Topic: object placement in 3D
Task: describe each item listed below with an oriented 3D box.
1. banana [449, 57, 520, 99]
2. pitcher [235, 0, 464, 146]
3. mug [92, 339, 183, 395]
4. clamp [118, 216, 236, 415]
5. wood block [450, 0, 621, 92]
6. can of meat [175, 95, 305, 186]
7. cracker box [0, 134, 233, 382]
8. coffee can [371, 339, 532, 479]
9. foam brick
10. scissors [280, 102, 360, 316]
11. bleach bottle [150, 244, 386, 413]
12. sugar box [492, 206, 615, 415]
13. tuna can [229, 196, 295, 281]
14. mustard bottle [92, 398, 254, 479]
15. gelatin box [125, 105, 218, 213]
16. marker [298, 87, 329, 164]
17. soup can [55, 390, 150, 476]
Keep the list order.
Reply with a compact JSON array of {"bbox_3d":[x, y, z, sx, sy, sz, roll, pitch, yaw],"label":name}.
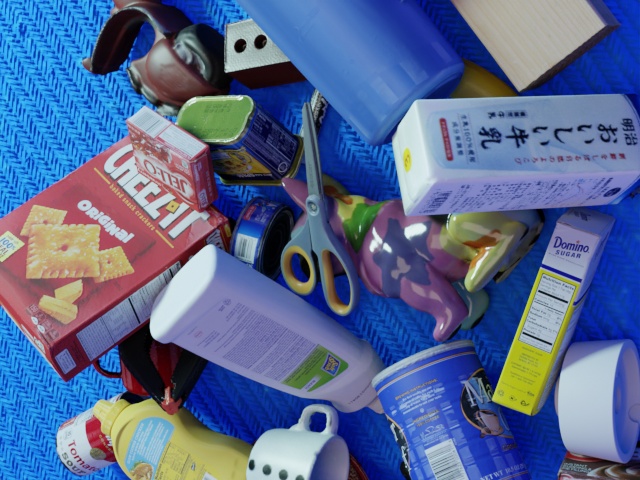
[{"bbox_3d":[0.116,-0.139,0.983,0.198,0.037,0.070,17,123,20],"label":"banana"},{"bbox_3d":[0.017,-0.210,0.921,0.145,0.149,0.243,-38,83,-9],"label":"pitcher"},{"bbox_3d":[-0.185,0.115,1.129,0.117,0.093,0.081,-9,107,-19],"label":"mug"},{"bbox_3d":[-0.165,0.072,1.063,0.164,0.036,0.210,-4,59,6],"label":"clamp"},{"bbox_3d":[0.153,-0.237,0.914,0.091,0.090,0.206,-38,84,25],"label":"wood block"},{"bbox_3d":[-0.080,-0.097,1.031,0.102,0.083,0.057,3,67,39],"label":"can of meat"},{"bbox_3d":[-0.215,0.009,1.046,0.164,0.213,0.072,42,159,29],"label":"cracker box"},{"bbox_3d":[0.120,0.175,0.975,0.103,0.102,0.140,-31,70,26],"label":"coffee can"},{"bbox_3d":[-0.046,-0.182,1.025,0.078,0.051,0.053,-7,75,24],"label":"foam brick"},{"bbox_3d":[-0.015,-0.025,0.970,0.096,0.016,0.202,-2,111,44],"label":"scissors"},{"bbox_3d":[-0.033,0.105,1.023,0.250,0.068,0.103,33,116,-26],"label":"bleach bottle"},{"bbox_3d":[0.208,0.061,0.952,0.048,0.093,0.176,20,107,18],"label":"sugar box"},{"bbox_3d":[-0.057,0.001,1.059,0.034,0.086,0.086,16,107,18],"label":"tuna can"},{"bbox_3d":[-0.154,0.218,1.100,0.192,0.058,0.096,27,109,16],"label":"mustard bottle"},{"bbox_3d":[-0.140,-0.076,1.009,0.089,0.030,0.073,33,150,25],"label":"gelatin box"},{"bbox_3d":[-0.001,-0.133,1.042,0.020,0.020,0.121,25,110,17],"label":"marker"},{"bbox_3d":[-0.238,0.216,1.194,0.102,0.068,0.068,-28,89,26],"label":"soup can"}]
